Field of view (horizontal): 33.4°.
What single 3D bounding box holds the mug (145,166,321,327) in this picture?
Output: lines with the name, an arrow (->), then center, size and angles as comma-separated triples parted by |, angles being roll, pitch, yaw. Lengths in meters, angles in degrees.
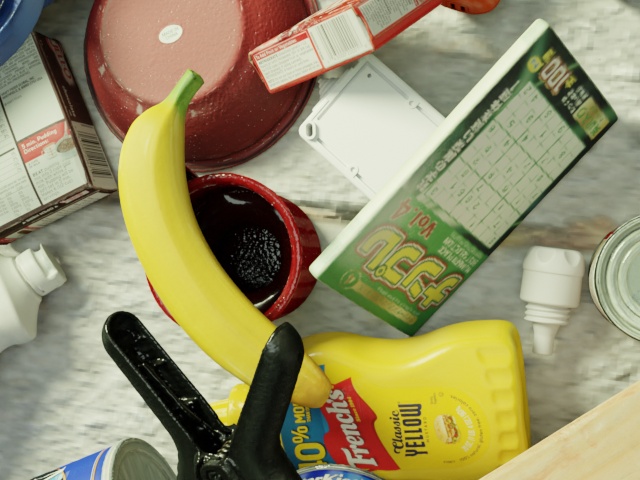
mug -> -0.054, 0.001, 0.633 | 0.093, 0.081, 0.117 | -43, 80, 9

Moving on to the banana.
banana -> -0.062, 0.008, 0.572 | 0.070, 0.037, 0.198 | -25, 83, 13

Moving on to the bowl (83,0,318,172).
bowl -> -0.083, -0.124, 0.657 | 0.162, 0.055, 0.162 | 0, 89, 14

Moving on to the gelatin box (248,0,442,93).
gelatin box -> 0.013, -0.120, 0.606 | 0.089, 0.073, 0.030 | -14, 110, 46

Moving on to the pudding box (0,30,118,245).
pudding box -> -0.195, -0.065, 0.691 | 0.090, 0.039, 0.113 | -25, 81, 14

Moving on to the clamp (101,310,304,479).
clamp -> -0.056, 0.109, 0.563 | 0.120, 0.039, 0.171 | 13, 120, 33

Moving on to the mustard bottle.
mustard bottle -> 0.023, 0.100, 0.623 | 0.192, 0.058, 0.096 | -5, 109, 14
